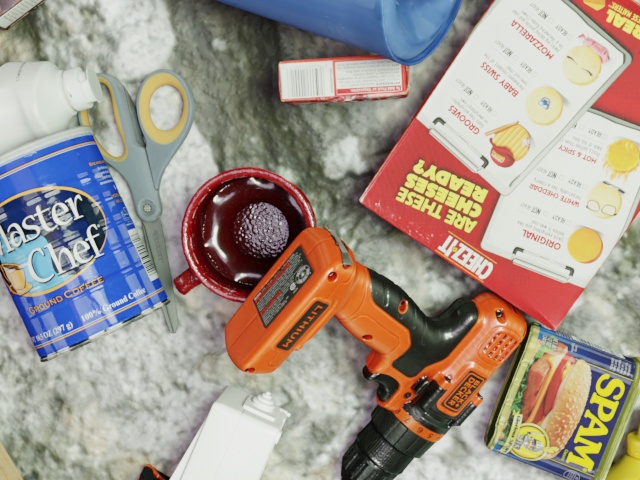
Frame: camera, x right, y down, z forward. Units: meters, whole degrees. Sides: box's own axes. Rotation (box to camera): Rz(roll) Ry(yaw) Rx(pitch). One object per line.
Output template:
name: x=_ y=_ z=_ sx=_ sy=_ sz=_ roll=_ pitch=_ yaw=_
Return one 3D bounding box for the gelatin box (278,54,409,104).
gelatin box: x=0.018 y=-0.112 z=0.753 sx=0.089 sy=0.073 sz=0.030 roll=-3 pitch=95 yaw=5

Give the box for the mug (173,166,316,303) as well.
mug: x=-0.055 y=0.001 z=0.765 sx=0.117 sy=0.081 sz=0.093 roll=-39 pitch=90 yaw=7

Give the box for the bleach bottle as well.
bleach bottle: x=-0.281 y=-0.073 z=0.772 sx=0.251 sy=0.102 sz=0.068 roll=-16 pitch=128 yaw=6

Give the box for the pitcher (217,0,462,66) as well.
pitcher: x=-0.024 y=-0.202 z=0.703 sx=0.243 sy=0.144 sz=0.149 roll=21 pitch=125 yaw=26

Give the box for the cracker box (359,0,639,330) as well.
cracker box: x=0.153 y=-0.073 z=0.744 sx=0.164 sy=0.072 sz=0.214 roll=34 pitch=98 yaw=2

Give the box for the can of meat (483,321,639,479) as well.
can of meat: x=0.173 y=0.118 z=0.766 sx=0.084 sy=0.057 sz=0.102 roll=21 pitch=96 yaw=6

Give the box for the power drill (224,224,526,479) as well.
power drill: x=0.028 y=0.085 z=0.738 sx=0.187 sy=0.057 sz=0.184 roll=30 pitch=105 yaw=-33

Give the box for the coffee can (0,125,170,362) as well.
coffee can: x=-0.183 y=0.002 z=0.765 sx=0.103 sy=0.102 sz=0.140 roll=-24 pitch=93 yaw=7

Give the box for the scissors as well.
scissors: x=-0.115 y=-0.039 z=0.800 sx=0.096 sy=0.016 sz=0.202 roll=-26 pitch=92 yaw=7
